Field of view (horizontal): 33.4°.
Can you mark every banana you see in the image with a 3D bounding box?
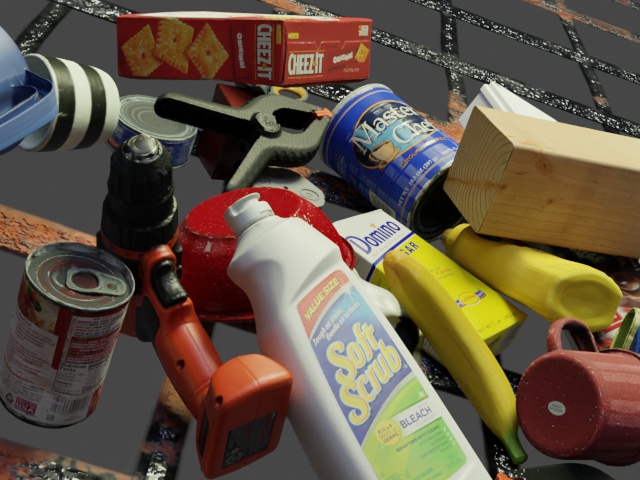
[{"bbox_3d":[0.106,0.080,0.822,0.197,0.037,0.069,54,1,-13],"label":"banana"}]

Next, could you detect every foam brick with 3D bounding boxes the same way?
[{"bbox_3d":[-0.080,-0.103,1.029,0.052,0.078,0.051,3,33,-31],"label":"foam brick"}]

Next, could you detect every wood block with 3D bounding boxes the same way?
[{"bbox_3d":[0.233,-0.050,0.983,0.205,0.090,0.091,8,28,-21],"label":"wood block"}]

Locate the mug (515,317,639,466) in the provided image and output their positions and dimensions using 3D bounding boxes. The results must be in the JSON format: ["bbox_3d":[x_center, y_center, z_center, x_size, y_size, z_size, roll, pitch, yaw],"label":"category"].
[{"bbox_3d":[0.202,0.115,0.820,0.081,0.093,0.117,10,64,-43],"label":"mug"}]

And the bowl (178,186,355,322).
[{"bbox_3d":[-0.055,0.001,0.831,0.162,0.055,0.162,-8,25,4],"label":"bowl"}]

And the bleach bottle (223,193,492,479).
[{"bbox_3d":[0.006,0.082,0.696,0.102,0.068,0.251,-25,76,-34],"label":"bleach bottle"}]

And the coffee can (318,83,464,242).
[{"bbox_3d":[0.080,-0.078,1.071,0.102,0.103,0.140,-11,43,-44],"label":"coffee can"}]

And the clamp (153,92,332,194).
[{"bbox_3d":[-0.064,-0.100,0.952,0.120,0.039,0.171,52,42,9],"label":"clamp"}]

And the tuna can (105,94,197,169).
[{"bbox_3d":[-0.162,-0.104,1.021,0.086,0.034,0.086,17,30,-10],"label":"tuna can"}]

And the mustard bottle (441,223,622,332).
[{"bbox_3d":[0.177,0.025,0.982,0.096,0.058,0.192,13,9,-36],"label":"mustard bottle"}]

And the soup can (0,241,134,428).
[{"bbox_3d":[-0.164,0.061,0.681,0.068,0.102,0.068,16,30,-10],"label":"soup can"}]

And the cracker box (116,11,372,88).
[{"bbox_3d":[-0.079,-0.199,1.108,0.214,0.072,0.163,10,16,32],"label":"cracker box"}]

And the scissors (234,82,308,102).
[{"bbox_3d":[-0.058,-0.144,1.172,0.096,0.016,0.201,14,31,-12],"label":"scissors"}]

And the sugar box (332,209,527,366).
[{"bbox_3d":[0.085,0.041,0.938,0.176,0.048,0.093,39,32,24],"label":"sugar box"}]

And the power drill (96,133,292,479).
[{"bbox_3d":[-0.088,0.046,0.696,0.057,0.184,0.188,-20,56,-24],"label":"power drill"}]
